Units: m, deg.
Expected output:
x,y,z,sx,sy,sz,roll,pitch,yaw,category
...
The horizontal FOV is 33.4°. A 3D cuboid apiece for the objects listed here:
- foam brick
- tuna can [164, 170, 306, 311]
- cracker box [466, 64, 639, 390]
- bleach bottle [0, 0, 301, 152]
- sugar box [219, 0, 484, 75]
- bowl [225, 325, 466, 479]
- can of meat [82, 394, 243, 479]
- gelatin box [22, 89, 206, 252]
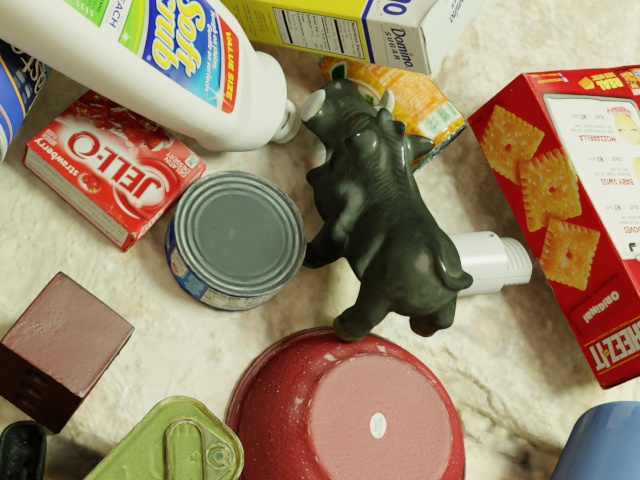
x,y,z,sx,sy,sz,roll,pitch,yaw,category
-0.144,0.064,0.587,0.053,0.078,0.051,37,57,-3,foam brick
-0.054,0.001,0.676,0.086,0.034,0.086,8,64,-18,tuna can
0.219,-0.018,0.759,0.163,0.072,0.214,-11,71,-40,cracker box
-0.095,-0.125,0.639,0.250,0.068,0.102,27,67,-49,bleach bottle
0.014,-0.168,0.720,0.176,0.048,0.093,14,53,31,sugar box
0.026,0.119,0.642,0.162,0.055,0.162,9,63,-18,bowl
-0.097,0.140,0.566,0.057,0.084,0.102,43,59,1,can of meat
-0.129,-0.049,0.671,0.089,0.030,0.073,41,59,0,gelatin box
